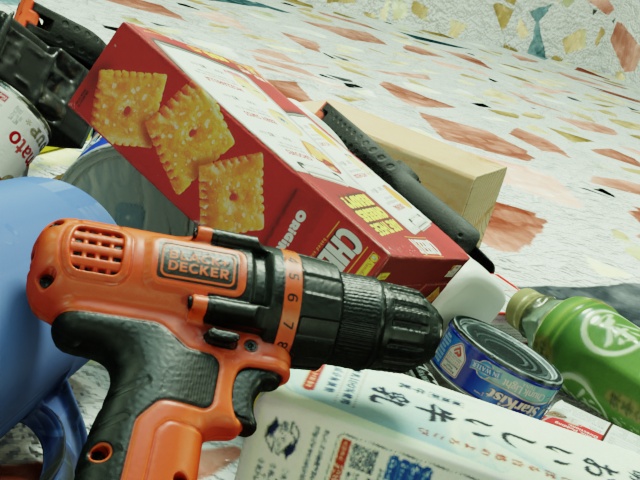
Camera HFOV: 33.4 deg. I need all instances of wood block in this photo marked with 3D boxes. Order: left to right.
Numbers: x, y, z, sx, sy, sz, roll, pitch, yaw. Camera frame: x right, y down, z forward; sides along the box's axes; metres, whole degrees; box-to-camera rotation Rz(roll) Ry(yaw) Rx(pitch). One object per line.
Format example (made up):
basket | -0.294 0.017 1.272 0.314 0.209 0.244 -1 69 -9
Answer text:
wood block | 0.064 -0.064 1.056 0.206 0.090 0.090 24 20 23

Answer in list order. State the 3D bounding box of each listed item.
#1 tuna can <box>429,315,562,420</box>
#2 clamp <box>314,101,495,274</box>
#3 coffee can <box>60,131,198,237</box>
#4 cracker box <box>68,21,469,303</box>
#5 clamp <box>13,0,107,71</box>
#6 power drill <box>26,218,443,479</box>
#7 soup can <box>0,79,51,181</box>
tuna can | 0.117 0.085 0.711 0.086 0.034 0.086 27 12 -7
clamp | 0.067 -0.045 0.905 0.210 0.036 0.164 44 0 11
coffee can | -0.131 -0.037 0.781 0.102 0.103 0.140 14 17 -7
cracker box | -0.027 -0.034 0.658 0.214 0.072 0.164 43 15 18
clamp | -0.199 -0.138 0.862 0.120 0.039 0.171 -2 -24 31
power drill | -0.033 0.083 0.426 0.184 0.057 0.187 10 53 -14
soup can | -0.237 -0.053 0.710 0.068 0.102 0.068 29 -24 14
